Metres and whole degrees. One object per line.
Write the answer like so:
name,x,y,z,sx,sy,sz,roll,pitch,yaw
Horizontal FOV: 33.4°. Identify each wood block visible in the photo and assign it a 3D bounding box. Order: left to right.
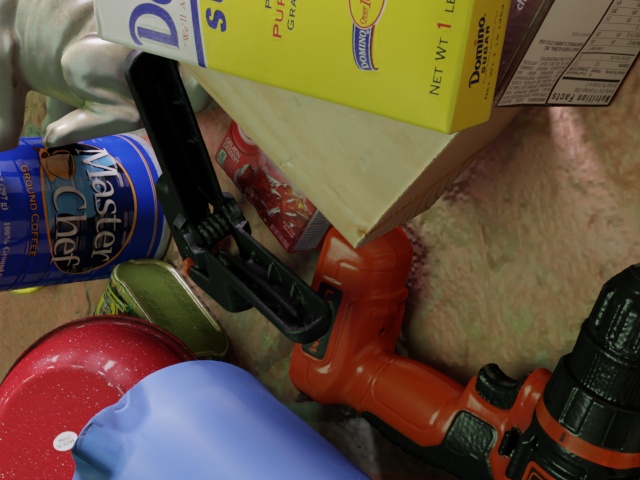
wood block,-0.009,-0.108,0.509,0.206,0.090,0.090,47,121,10

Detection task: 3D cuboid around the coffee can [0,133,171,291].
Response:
coffee can,-0.186,-0.019,0.717,0.103,0.140,0.103,7,100,46

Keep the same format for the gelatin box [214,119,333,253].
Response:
gelatin box,-0.018,-0.049,0.616,0.089,0.030,0.073,52,128,29

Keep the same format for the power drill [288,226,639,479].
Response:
power drill,0.072,0.061,0.513,0.188,0.057,0.184,36,120,38

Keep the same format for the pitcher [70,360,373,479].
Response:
pitcher,-0.006,0.165,0.514,0.243,0.149,0.145,26,126,50

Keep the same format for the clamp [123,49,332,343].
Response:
clamp,-0.054,0.001,0.589,0.164,0.036,0.210,57,166,11

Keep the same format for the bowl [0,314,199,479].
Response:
bowl,-0.139,0.121,0.631,0.162,0.055,0.162,-2,79,13

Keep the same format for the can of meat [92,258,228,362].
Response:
can of meat,-0.114,0.074,0.715,0.102,0.057,0.084,48,124,31

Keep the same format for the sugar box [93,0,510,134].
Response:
sugar box,-0.012,-0.109,0.426,0.176,0.048,0.093,17,112,25
